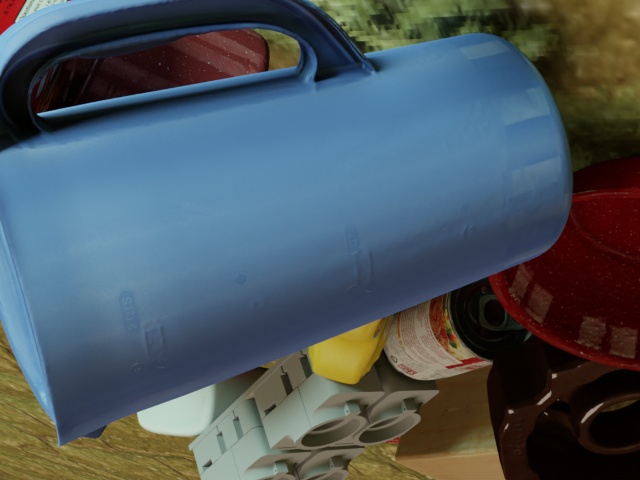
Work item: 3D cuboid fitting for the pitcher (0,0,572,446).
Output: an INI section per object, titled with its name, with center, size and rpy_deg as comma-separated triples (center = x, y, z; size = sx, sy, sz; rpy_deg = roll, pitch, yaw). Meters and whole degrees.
[pitcher]
center = -0.020, -0.022, 0.452
size = 0.242, 0.145, 0.149
rpy_deg = -17, 167, -18

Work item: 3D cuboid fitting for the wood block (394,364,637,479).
[wood block]
center = 0.161, 0.150, 0.873
size = 0.090, 0.090, 0.206
rpy_deg = 26, 156, -20

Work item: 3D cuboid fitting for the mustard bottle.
[mustard bottle]
center = 0.026, 0.020, 0.664
size = 0.058, 0.096, 0.192
rpy_deg = 17, 157, 4

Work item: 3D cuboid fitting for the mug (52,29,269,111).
[mug]
center = -0.082, -0.080, 0.537
size = 0.081, 0.093, 0.117
rpy_deg = 22, 174, -22

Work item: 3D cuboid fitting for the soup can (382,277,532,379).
[soup can]
center = 0.092, 0.058, 0.741
size = 0.068, 0.068, 0.102
rpy_deg = 25, 157, -17
